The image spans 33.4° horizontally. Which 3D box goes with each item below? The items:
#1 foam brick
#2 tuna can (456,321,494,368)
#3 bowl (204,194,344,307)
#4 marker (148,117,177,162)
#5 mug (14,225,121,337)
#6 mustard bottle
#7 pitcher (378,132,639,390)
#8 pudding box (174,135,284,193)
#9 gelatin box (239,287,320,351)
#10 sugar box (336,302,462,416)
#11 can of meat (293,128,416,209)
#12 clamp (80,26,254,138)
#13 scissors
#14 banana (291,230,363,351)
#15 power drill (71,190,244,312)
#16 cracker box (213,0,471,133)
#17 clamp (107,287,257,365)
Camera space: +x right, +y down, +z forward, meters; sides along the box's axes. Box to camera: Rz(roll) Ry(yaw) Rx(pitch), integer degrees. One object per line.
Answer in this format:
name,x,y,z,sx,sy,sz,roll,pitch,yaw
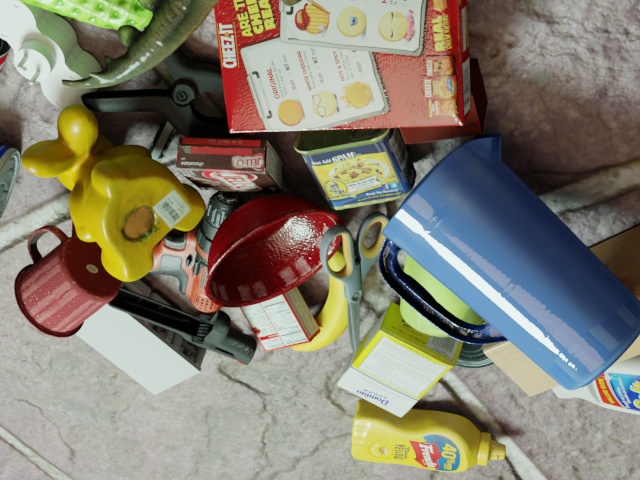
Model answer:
foam brick,0.112,-0.129,0.999,0.078,0.051,0.053,-5,132,20
tuna can,0.171,0.107,1.217,0.086,0.033,0.086,8,134,8
bowl,-0.057,0.001,1.116,0.162,0.055,0.162,-24,153,-13
marker,-0.166,-0.104,1.118,0.020,0.020,0.121,27,133,-11
mug,-0.277,0.037,1.160,0.082,0.093,0.117,-35,82,31
mustard bottle,0.137,0.252,1.345,0.192,0.058,0.096,7,135,8
pitcher,0.179,0.031,1.016,0.243,0.145,0.149,44,161,6
pudding box,-0.088,-0.075,1.069,0.090,0.039,0.113,4,175,8
gelatin box,-0.051,0.081,1.232,0.073,0.030,0.089,-18,108,40
sugar box,0.089,0.141,1.232,0.093,0.048,0.176,27,151,-2
can of meat,0.037,-0.082,1.060,0.102,0.057,0.084,-9,132,23
clamp,-0.145,-0.142,1.048,0.171,0.039,0.120,36,114,-17
scissors,0.049,0.041,1.166,0.096,0.016,0.201,-37,141,-12
banana,0.011,0.070,1.227,0.070,0.037,0.198,32,135,20
power drill,-0.180,-0.005,1.188,0.187,0.057,0.185,16,134,0
cracker box,0.021,-0.183,0.929,0.214,0.072,0.164,0,110,16
clamp,-0.143,0.102,1.240,0.165,0.036,0.209,14,166,23
